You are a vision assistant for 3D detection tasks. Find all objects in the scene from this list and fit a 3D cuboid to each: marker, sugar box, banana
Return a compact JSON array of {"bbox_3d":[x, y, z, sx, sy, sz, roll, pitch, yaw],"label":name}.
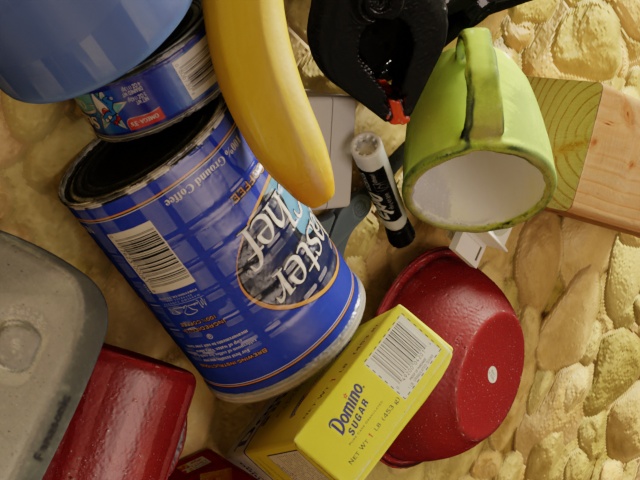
[{"bbox_3d":[0.041,-0.028,0.661,0.020,0.020,0.121,-56,153,-15],"label":"marker"},{"bbox_3d":[0.003,0.096,0.604,0.048,0.176,0.093,43,68,-5],"label":"sugar box"},{"bbox_3d":[-0.022,-0.115,0.495,0.069,0.037,0.198,4,90,-4],"label":"banana"}]

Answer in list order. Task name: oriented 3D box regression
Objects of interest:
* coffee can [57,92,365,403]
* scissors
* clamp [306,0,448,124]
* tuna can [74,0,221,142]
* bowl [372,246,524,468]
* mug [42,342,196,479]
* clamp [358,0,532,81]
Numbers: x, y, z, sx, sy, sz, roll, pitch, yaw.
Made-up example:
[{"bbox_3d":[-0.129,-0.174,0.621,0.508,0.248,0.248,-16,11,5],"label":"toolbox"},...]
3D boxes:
[{"bbox_3d":[-0.054,0.001,0.559,0.102,0.103,0.140,-46,120,-23],"label":"coffee can"},{"bbox_3d":[0.021,-0.001,0.694,0.201,0.016,0.096,-33,123,-31],"label":"scissors"},{"bbox_3d":[0.017,-0.137,0.569,0.120,0.039,0.171,-7,125,-4],"label":"clamp"},{"bbox_3d":[-0.084,-0.088,0.531,0.086,0.086,0.033,-45,125,-23],"label":"tuna can"},{"bbox_3d":[0.095,0.087,0.740,0.161,0.055,0.162,-19,115,-48],"label":"bowl"},{"bbox_3d":[-0.108,0.100,0.564,0.117,0.093,0.081,27,78,-56],"label":"mug"},{"bbox_3d":[0.096,-0.159,0.653,0.209,0.165,0.036,-34,80,-22],"label":"clamp"}]
